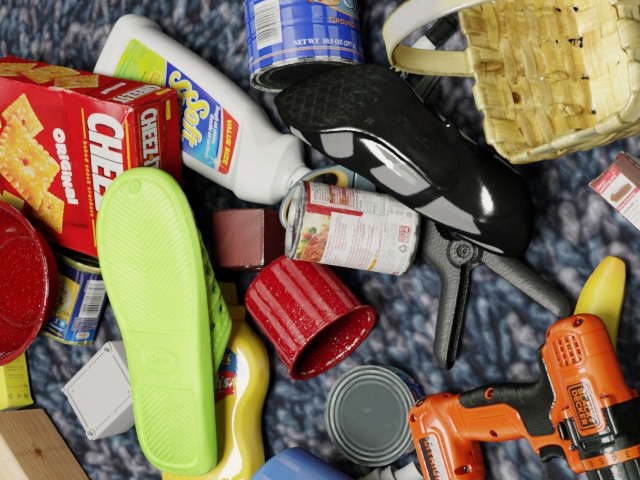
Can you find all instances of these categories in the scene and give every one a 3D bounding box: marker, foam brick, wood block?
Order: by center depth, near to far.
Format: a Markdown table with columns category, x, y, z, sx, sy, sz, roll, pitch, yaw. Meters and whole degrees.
| category | x | y | z | sx | sy | sz | roll | pitch | yaw |
| --- | --- | --- | --- | --- | --- | --- | --- | --- | --- |
| marker | 0.074 | -0.153 | 0.941 | 0.121 | 0.020 | 0.020 | -44 | 70 | 17 |
| foam brick | -0.056 | 0.001 | 0.960 | 0.053 | 0.078 | 0.051 | -2 | 84 | 25 |
| wood block | -0.271 | 0.273 | 1.036 | 0.090 | 0.090 | 0.206 | -45 | 69 | 15 |

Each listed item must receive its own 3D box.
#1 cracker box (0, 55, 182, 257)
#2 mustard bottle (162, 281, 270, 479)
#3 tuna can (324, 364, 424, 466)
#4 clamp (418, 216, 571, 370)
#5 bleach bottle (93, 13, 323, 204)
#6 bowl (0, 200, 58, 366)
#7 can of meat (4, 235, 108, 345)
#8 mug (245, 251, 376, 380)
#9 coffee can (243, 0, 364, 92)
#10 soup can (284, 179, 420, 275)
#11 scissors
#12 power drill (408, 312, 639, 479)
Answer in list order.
| category | x | y | z | sx | sy | sz | roll | pitch | yaw |
| --- | --- | --- | --- | --- | --- | --- | --- | --- | --- |
| cracker box | -0.235 | -0.076 | 1.018 | 0.214 | 0.072 | 0.164 | 16 | 120 | 29 |
| mustard bottle | -0.093 | 0.134 | 0.979 | 0.096 | 0.058 | 0.191 | 2 | 87 | 31 |
| tuna can | 0.049 | 0.150 | 0.922 | 0.086 | 0.033 | 0.086 | -2 | 85 | 26 |
| clamp | 0.136 | 0.013 | 0.889 | 0.120 | 0.039 | 0.171 | -15 | 78 | 16 |
| bleach bottle | -0.100 | -0.114 | 1.000 | 0.251 | 0.068 | 0.103 | 32 | 103 | 22 |
| bowl | -0.307 | 0.040 | 1.028 | 0.162 | 0.055 | 0.162 | 0 | 90 | 28 |
| can of meat | -0.260 | 0.049 | 1.068 | 0.102 | 0.057 | 0.084 | 22 | 98 | 26 |
| mug | -0.015 | 0.069 | 0.938 | 0.081 | 0.093 | 0.117 | 50 | 143 | 25 |
| coffee can | -0.018 | -0.212 | 0.944 | 0.103 | 0.102 | 0.140 | -9 | 82 | 25 |
| soup can | 0.026 | -0.010 | 0.900 | 0.102 | 0.068 | 0.068 | 9 | 90 | -10 |
| scissors | 0.056 | -0.062 | 0.939 | 0.202 | 0.016 | 0.096 | -37 | 102 | 0 |
| power drill | 0.167 | 0.166 | 0.825 | 0.188 | 0.057 | 0.184 | -26 | 73 | 38 |
